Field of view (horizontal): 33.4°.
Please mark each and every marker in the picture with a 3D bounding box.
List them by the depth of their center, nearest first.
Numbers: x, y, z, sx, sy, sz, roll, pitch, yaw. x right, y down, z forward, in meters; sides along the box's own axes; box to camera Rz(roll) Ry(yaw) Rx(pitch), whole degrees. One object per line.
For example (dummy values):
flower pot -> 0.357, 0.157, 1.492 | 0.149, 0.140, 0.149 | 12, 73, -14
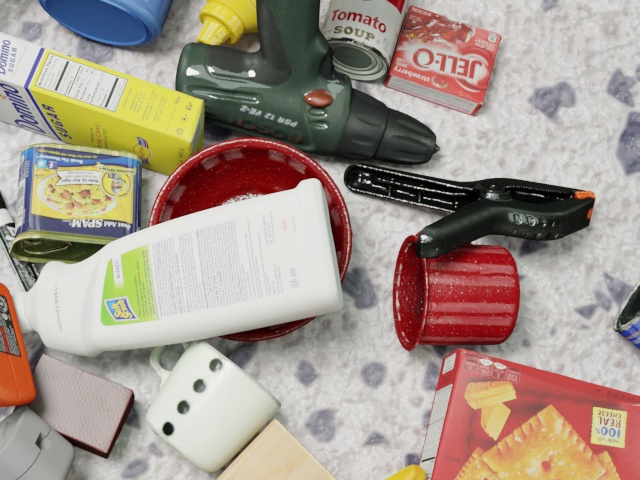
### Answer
marker -> -0.247, 0.006, 0.863 | 0.020, 0.020, 0.121 | -26, 78, -14

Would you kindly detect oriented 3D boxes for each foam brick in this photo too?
foam brick -> -0.187, 0.127, 0.817 | 0.078, 0.051, 0.053 | 23, 71, 0

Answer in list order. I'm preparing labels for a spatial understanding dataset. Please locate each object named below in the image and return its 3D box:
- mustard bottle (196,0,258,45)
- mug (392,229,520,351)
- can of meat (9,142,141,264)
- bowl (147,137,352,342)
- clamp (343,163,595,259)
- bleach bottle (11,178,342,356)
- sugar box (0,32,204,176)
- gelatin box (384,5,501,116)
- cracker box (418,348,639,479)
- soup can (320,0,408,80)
mustard bottle -> -0.047, -0.240, 0.930 | 0.191, 0.058, 0.096 | -56, 130, -17
mug -> 0.108, 0.035, 0.871 | 0.081, 0.093, 0.117 | 2, 43, -12
can of meat -> -0.192, -0.027, 0.852 | 0.102, 0.058, 0.084 | 6, 68, -21
bowl -> -0.056, 0.001, 0.860 | 0.162, 0.055, 0.162 | 0, 84, 0
clamp -> 0.131, -0.031, 0.889 | 0.209, 0.165, 0.036 | -4, 115, -27
bleach bottle -> -0.114, 0.026, 0.799 | 0.251, 0.068, 0.102 | -10, 74, 4
sugar box -> -0.183, -0.106, 0.866 | 0.176, 0.093, 0.048 | 16, 71, -2
gelatin box -> 0.110, -0.161, 0.953 | 0.089, 0.030, 0.073 | 18, 72, -1
cracker box -> 0.157, 0.207, 0.827 | 0.164, 0.072, 0.213 | 16, 73, -2
soup can -> 0.040, -0.201, 0.937 | 0.068, 0.068, 0.102 | 18, 73, -2
